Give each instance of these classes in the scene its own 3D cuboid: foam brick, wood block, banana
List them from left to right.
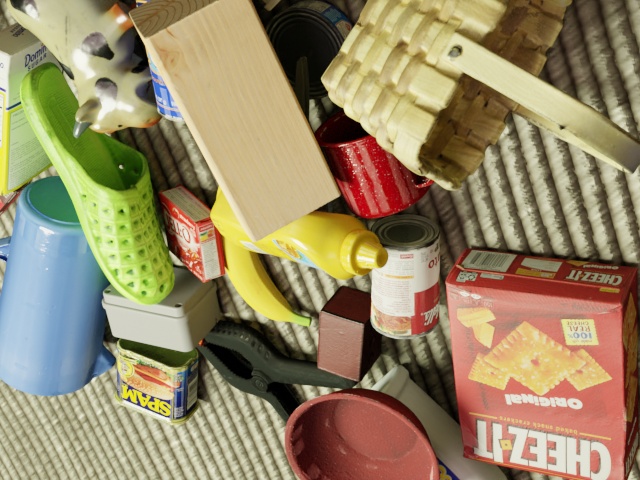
[{"bbox_3d":[-0.072,-0.115,0.912,0.091,0.090,0.206,-29,121,-4],"label":"wood block"},{"bbox_3d":[-0.073,0.010,1.124,0.070,0.037,0.198,-18,112,14],"label":"banana"},{"bbox_3d":[0.031,0.097,1.103,0.051,0.052,0.078,16,126,21],"label":"foam brick"}]

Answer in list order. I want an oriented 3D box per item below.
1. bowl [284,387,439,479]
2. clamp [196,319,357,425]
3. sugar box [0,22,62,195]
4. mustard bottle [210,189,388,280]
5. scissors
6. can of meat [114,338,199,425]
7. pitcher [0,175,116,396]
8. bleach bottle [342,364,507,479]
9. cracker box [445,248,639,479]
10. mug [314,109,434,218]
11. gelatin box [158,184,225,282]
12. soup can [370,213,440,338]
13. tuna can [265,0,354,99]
[{"bbox_3d":[0.048,0.203,1.067,0.162,0.055,0.162,12,124,17],"label":"bowl"},{"bbox_3d":[-0.052,0.145,1.187,0.210,0.036,0.165,36,138,9],"label":"clamp"},{"bbox_3d":[-0.319,-0.143,1.131,0.048,0.093,0.176,24,127,15],"label":"sugar box"},{"bbox_3d":[-0.011,-0.003,1.000,0.192,0.058,0.096,17,169,45],"label":"mustard bottle"},{"bbox_3d":[-0.034,-0.095,1.020,0.096,0.016,0.202,14,137,31],"label":"scissors"},{"bbox_3d":[-0.194,0.160,1.271,0.102,0.057,0.084,18,123,19],"label":"can of meat"},{"bbox_3d":[-0.312,0.048,1.222,0.145,0.148,0.243,44,132,34],"label":"pitcher"},{"bbox_3d":[0.145,0.248,1.126,0.251,0.068,0.103,40,130,-1],"label":"bleach bottle"},{"bbox_3d":[0.210,0.121,1.001,0.164,0.072,0.214,7,122,27],"label":"cracker box"},{"bbox_3d":[0.059,-0.073,0.955,0.117,0.093,0.081,1,124,42],"label":"mug"},{"bbox_3d":[-0.136,-0.008,1.125,0.089,0.030,0.073,37,140,47],"label":"gelatin box"},{"bbox_3d":[0.081,0.034,1.025,0.069,0.068,0.102,12,123,24],"label":"soup can"},{"bbox_3d":[-0.008,-0.174,0.969,0.086,0.033,0.086,15,125,22],"label":"tuna can"}]
